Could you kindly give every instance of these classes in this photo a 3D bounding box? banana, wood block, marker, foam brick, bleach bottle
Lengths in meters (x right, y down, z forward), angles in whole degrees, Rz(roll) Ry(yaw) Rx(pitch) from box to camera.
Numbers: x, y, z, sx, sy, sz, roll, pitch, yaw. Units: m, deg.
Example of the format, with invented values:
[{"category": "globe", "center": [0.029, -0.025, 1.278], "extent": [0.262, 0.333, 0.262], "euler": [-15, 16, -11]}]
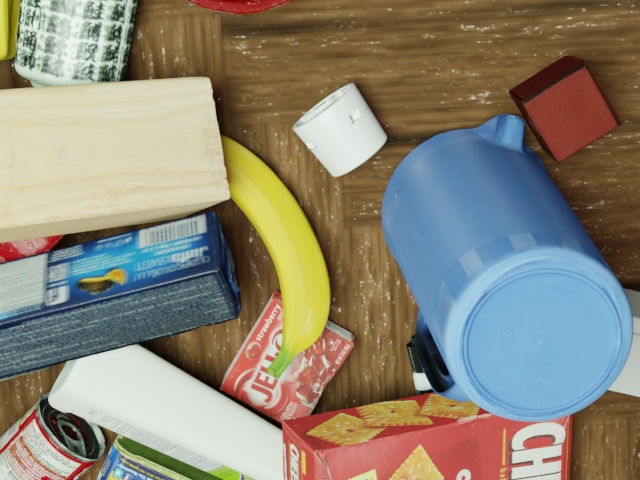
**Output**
[{"category": "banana", "center": [-0.038, -0.001, 0.795], "extent": [0.069, 0.037, 0.198], "euler": [-20, 86, -24]}, {"category": "wood block", "center": [-0.177, -0.052, 0.718], "extent": [0.205, 0.091, 0.090], "euler": [-9, 88, -30]}, {"category": "marker", "center": [0.087, 0.132, 0.846], "extent": [0.020, 0.020, 0.121], "euler": [-11, 103, 5]}, {"category": "foam brick", "center": [0.172, -0.095, 0.757], "extent": [0.051, 0.078, 0.053], "euler": [-32, 98, 10]}, {"category": "bleach bottle", "center": [-0.081, 0.152, 0.828], "extent": [0.250, 0.103, 0.068], "euler": [30, 69, -12]}]

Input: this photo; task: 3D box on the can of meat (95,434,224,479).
[{"category": "can of meat", "center": [-0.135, 0.209, 0.855], "extent": [0.102, 0.057, 0.084], "euler": [25, 101, -4]}]

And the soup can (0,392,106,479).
[{"category": "soup can", "center": [-0.230, 0.179, 0.846], "extent": [0.102, 0.068, 0.068], "euler": [-44, 98, 12]}]

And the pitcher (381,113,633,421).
[{"category": "pitcher", "center": [0.114, 0.027, 0.705], "extent": [0.145, 0.243, 0.149], "euler": [-24, 109, 7]}]

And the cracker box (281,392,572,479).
[{"category": "cracker box", "center": [0.082, 0.201, 0.796], "extent": [0.213, 0.072, 0.164], "euler": [-6, 105, -22]}]

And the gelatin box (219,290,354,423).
[{"category": "gelatin box", "center": [-0.026, 0.095, 0.836], "extent": [0.073, 0.030, 0.089], "euler": [30, 103, -5]}]
